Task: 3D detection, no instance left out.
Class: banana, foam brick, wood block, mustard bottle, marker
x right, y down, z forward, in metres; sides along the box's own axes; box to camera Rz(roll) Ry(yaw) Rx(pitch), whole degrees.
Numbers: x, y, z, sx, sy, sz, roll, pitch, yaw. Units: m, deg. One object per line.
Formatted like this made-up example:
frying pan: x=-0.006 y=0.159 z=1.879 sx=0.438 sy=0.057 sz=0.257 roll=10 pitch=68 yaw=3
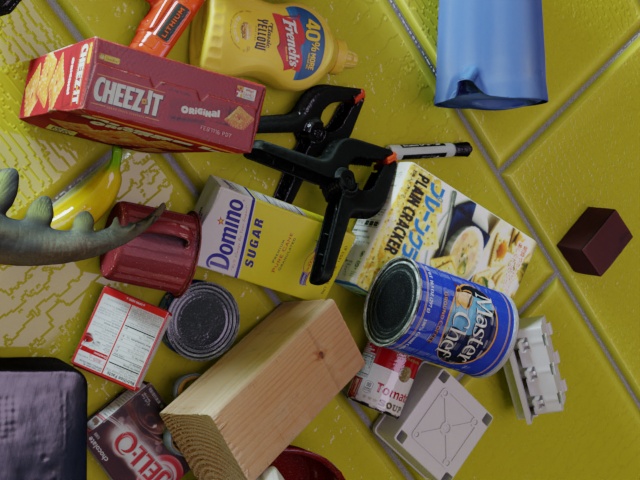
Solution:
banana: x=-0.271 y=-0.021 z=1.053 sx=0.197 sy=0.037 sz=0.069 roll=-35 pitch=128 yaw=-13
foam brick: x=0.361 y=0.001 z=1.405 sx=0.078 sy=0.051 sz=0.053 roll=-47 pitch=115 yaw=-17
wood block: x=-0.057 y=0.157 z=1.131 sx=0.205 sy=0.090 sz=0.091 roll=-41 pitch=112 yaw=-39
mustard bottle: x=-0.044 y=-0.212 z=1.157 sx=0.191 sy=0.058 sz=0.096 roll=7 pitch=86 yaw=-30
marker: x=0.133 y=-0.108 z=1.287 sx=0.120 sy=0.020 sz=0.020 roll=-5 pitch=97 yaw=-29

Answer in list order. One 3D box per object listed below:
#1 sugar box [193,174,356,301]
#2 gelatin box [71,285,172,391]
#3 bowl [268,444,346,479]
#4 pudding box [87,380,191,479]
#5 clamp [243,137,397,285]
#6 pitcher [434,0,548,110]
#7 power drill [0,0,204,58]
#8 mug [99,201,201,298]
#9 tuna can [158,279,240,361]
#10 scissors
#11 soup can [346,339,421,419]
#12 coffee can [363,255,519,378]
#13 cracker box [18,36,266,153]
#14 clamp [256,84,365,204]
sugar box: x=-0.058 y=0.002 z=1.163 sx=0.176 sy=0.048 sz=0.093 roll=18 pitch=105 yaw=-31
gelatin box: x=-0.204 y=0.101 z=1.095 sx=0.073 sy=0.030 sz=0.089 roll=22 pitch=82 yaw=4
bowl: x=-0.052 y=0.281 z=1.179 sx=0.162 sy=0.055 sz=0.162 roll=-5 pitch=116 yaw=-10
pudding box: x=-0.190 y=0.215 z=1.124 sx=0.090 sy=0.039 sz=0.113 roll=-40 pitch=112 yaw=-22
clamp: x=0.012 y=-0.066 z=1.161 sx=0.209 sy=0.036 sz=0.164 roll=-40 pitch=101 yaw=-45
pitcher: x=0.203 y=-0.275 z=1.260 sx=0.145 sy=0.149 sz=0.243 roll=-1 pitch=92 yaw=-14
power drill: x=-0.222 y=-0.252 z=1.056 sx=0.187 sy=0.057 sz=0.184 roll=39 pitch=77 yaw=-26
mug: x=-0.170 y=0.004 z=1.077 sx=0.081 sy=0.117 sz=0.093 roll=13 pitch=71 yaw=-25
tuna can: x=-0.132 y=0.085 z=1.148 sx=0.086 sy=0.034 sz=0.086 roll=-3 pitch=96 yaw=-29
scissors: x=-0.092 y=0.180 z=1.170 sx=0.201 sy=0.016 sz=0.096 roll=-12 pitch=93 yaw=-45
soup can: x=0.079 y=0.150 z=1.252 sx=0.068 sy=0.069 sz=0.102 roll=26 pitch=83 yaw=-28
coffee can: x=0.133 y=0.086 z=1.182 sx=0.140 sy=0.103 sz=0.103 roll=20 pitch=84 yaw=-28
cracker box: x=-0.174 y=-0.128 z=1.003 sx=0.164 sy=0.214 sz=0.072 roll=12 pitch=88 yaw=-29
clamp: x=-0.014 y=-0.111 z=1.195 sx=0.171 sy=0.039 sz=0.120 roll=-30 pitch=125 yaw=-25
